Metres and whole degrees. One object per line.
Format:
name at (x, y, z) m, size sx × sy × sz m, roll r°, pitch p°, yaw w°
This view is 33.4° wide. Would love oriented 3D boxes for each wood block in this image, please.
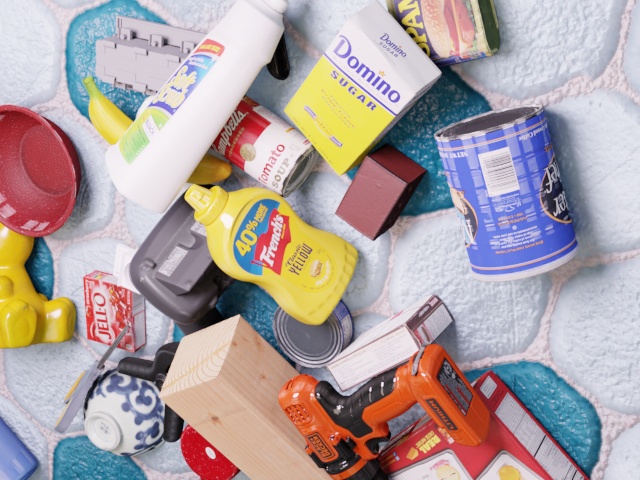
wood block at (-0.065, 0.190, 1.169) m, size 0.091 × 0.090 × 0.206 m, roll -23°, pitch 123°, yaw 33°

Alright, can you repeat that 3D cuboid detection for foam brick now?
foam brick at (0.060, -0.048, 1.076) m, size 0.051 × 0.052 × 0.078 m, roll 36°, pitch 122°, yaw 11°

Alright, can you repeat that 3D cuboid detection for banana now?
banana at (-0.182, -0.103, 1.156) m, size 0.198 × 0.037 × 0.070 m, roll 31°, pitch 154°, yaw 12°

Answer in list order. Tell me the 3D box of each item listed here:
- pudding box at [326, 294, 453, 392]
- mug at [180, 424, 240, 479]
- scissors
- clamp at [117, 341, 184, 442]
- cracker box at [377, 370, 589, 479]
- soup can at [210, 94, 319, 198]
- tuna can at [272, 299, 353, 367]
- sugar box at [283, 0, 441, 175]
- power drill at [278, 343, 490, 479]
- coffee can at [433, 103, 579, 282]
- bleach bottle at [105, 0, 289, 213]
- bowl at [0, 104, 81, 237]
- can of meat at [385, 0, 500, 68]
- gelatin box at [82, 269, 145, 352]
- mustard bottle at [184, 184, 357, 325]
pudding box at (0.072, 0.107, 1.108) m, size 0.114 × 0.089 × 0.039 m, roll -34°, pitch 91°, yaw 33°
mug at (-0.116, 0.242, 1.267) m, size 0.093 × 0.081 × 0.117 m, roll 32°, pitch 121°, yaw 13°
scissors at (-0.285, 0.177, 1.311) m, size 0.016 × 0.096 × 0.202 m, roll 29°, pitch 145°, yaw -14°
clamp at (-0.183, 0.160, 1.262) m, size 0.120 × 0.039 × 0.172 m, roll 45°, pitch 135°, yaw 7°
cracker box at (0.185, 0.264, 1.122) m, size 0.214 × 0.072 × 0.164 m, roll 48°, pitch 124°, yaw 2°
soup can at (-0.060, -0.099, 1.112) m, size 0.102 × 0.068 × 0.069 m, roll 35°, pitch 122°, yaw 11°
tuna can at (-0.007, 0.095, 1.180) m, size 0.086 × 0.033 × 0.086 m, roll 10°, pitch 114°, yaw 24°
sugar box at (0.035, -0.140, 1.017) m, size 0.093 × 0.048 × 0.176 m, roll 49°, pitch 151°, yaw 3°
power drill at (0.072, 0.192, 1.067) m, size 0.188 × 0.057 × 0.184 m, roll -27°, pitch 109°, yaw 32°
coffee can at (0.172, -0.045, 0.987) m, size 0.103 × 0.102 × 0.140 m, roll -10°, pitch 104°, yaw 31°
bleach bottle at (-0.115, -0.150, 1.056) m, size 0.068 × 0.103 × 0.251 m, roll 30°, pitch 106°, yaw -31°
bowl at (-0.341, -0.088, 1.272) m, size 0.162 × 0.055 × 0.162 m, roll 10°, pitch 113°, yaw 24°
can of meat at (0.113, -0.210, 0.982) m, size 0.084 × 0.057 × 0.102 m, roll -9°, pitch 106°, yaw 27°
gelatin box at (-0.253, 0.087, 1.310) m, size 0.073 × 0.030 × 0.089 m, roll 13°, pitch 115°, yaw 24°
mustard bottle at (-0.057, 0.001, 1.090) m, size 0.191 × 0.096 × 0.058 m, roll 34°, pitch 166°, yaw -22°
